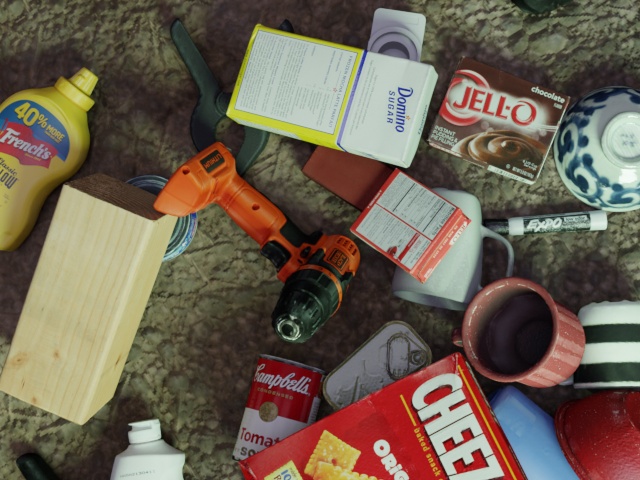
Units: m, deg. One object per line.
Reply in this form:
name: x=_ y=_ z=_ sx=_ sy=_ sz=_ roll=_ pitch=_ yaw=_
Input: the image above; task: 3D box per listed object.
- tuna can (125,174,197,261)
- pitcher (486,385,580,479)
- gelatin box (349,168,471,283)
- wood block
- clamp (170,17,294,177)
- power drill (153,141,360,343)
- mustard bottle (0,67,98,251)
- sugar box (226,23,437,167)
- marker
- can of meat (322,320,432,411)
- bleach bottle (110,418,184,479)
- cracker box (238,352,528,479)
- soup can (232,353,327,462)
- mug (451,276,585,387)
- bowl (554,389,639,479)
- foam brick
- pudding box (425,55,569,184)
tuna can: x=-0.165 y=-0.021 z=1.045 sx=0.086 sy=0.033 sz=0.086 roll=0 pitch=87 yaw=4
pitcher: x=0.230 y=0.242 z=0.968 sx=0.243 sy=0.149 sz=0.145 roll=43 pitch=105 yaw=8
gelatin box: x=0.082 y=-0.014 z=0.969 sx=0.089 sy=0.030 sz=0.073 roll=37 pitch=90 yaw=39
wood block: x=-0.214 y=0.052 z=0.992 sx=0.090 sy=0.090 sz=0.206 roll=22 pitch=103 yaw=5
clamp: x=-0.078 y=-0.140 z=1.044 sx=0.120 sy=0.039 sz=0.171 roll=-7 pitch=93 yaw=8
power drill: x=-0.056 y=0.001 z=0.961 sx=0.187 sy=0.184 sz=0.057 roll=40 pitch=113 yaw=-1
mustard bottle: x=-0.283 y=-0.089 z=1.045 sx=0.096 sy=0.058 sz=0.191 roll=38 pitch=90 yaw=5
sugar box: x=0.011 y=-0.133 z=0.983 sx=0.176 sy=0.048 sz=0.093 roll=17 pitch=89 yaw=14
marker: x=0.213 y=-0.015 z=1.027 sx=0.121 sy=0.020 sz=0.020 roll=-4 pitch=87 yaw=3
can of meat: x=0.054 y=0.121 z=0.998 sx=0.102 sy=0.084 sz=0.057 roll=-42 pitch=85 yaw=1
bleach bottle: x=-0.142 y=0.295 z=1.014 sx=0.102 sy=0.068 sz=0.251 roll=-10 pitch=84 yaw=3
cracker box: x=0.061 y=0.215 z=0.893 sx=0.214 sy=0.072 sz=0.164 roll=-28 pitch=67 yaw=6
soup can: x=-0.039 y=0.165 z=1.004 sx=0.068 sy=0.068 sz=0.102 roll=15 pitch=80 yaw=4
mug: x=0.176 y=0.088 z=0.965 sx=0.117 sy=0.081 sz=0.093 roll=-9 pitch=70 yaw=34
bowl: x=0.287 y=0.184 z=0.938 sx=0.162 sy=0.162 sz=0.055 roll=36 pitch=118 yaw=5
foam brick: x=0.029 y=-0.064 z=1.026 sx=0.078 sy=0.053 sz=0.051 roll=33 pitch=89 yaw=6
pudding box: x=0.169 y=-0.114 z=1.025 sx=0.113 sy=0.039 sz=0.090 roll=22 pitch=88 yaw=5
